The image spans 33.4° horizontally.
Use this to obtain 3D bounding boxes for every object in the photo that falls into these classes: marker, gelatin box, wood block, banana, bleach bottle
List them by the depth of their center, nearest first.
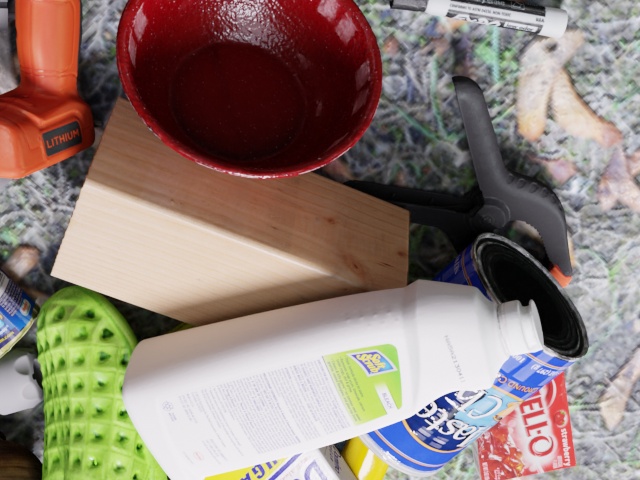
[{"bbox_3d":[0.011,0.083,0.651,0.251,0.068,0.102,-14,125,18],"label":"bleach bottle"},{"bbox_3d":[-0.054,0.000,0.689,0.206,0.090,0.091,20,132,-11],"label":"wood block"},{"bbox_3d":[0.100,-0.151,0.693,0.121,0.020,0.020,8,110,-7],"label":"marker"},{"bbox_3d":[0.148,0.133,0.797,0.073,0.030,0.089,-11,111,0],"label":"gelatin box"},{"bbox_3d":[0.001,0.191,0.805,0.198,0.037,0.069,-44,108,12],"label":"banana"}]

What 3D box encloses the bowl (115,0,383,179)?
[{"bbox_3d":[-0.046,-0.100,0.658,0.162,0.055,0.162,5,66,-12],"label":"bowl"}]

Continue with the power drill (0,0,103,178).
[{"bbox_3d":[-0.168,-0.133,0.593,0.057,0.184,0.188,15,110,13],"label":"power drill"}]

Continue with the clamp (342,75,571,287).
[{"bbox_3d":[0.114,-0.032,0.724,0.171,0.039,0.120,28,125,-17],"label":"clamp"}]

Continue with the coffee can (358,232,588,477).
[{"bbox_3d":[0.092,0.078,0.716,0.102,0.102,0.140,36,119,-16],"label":"coffee can"}]
